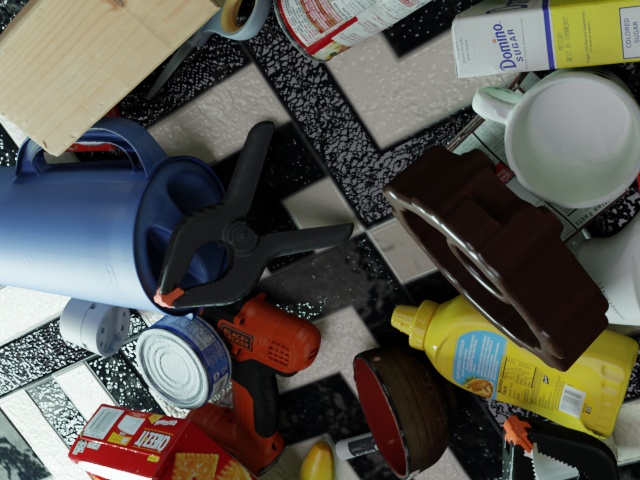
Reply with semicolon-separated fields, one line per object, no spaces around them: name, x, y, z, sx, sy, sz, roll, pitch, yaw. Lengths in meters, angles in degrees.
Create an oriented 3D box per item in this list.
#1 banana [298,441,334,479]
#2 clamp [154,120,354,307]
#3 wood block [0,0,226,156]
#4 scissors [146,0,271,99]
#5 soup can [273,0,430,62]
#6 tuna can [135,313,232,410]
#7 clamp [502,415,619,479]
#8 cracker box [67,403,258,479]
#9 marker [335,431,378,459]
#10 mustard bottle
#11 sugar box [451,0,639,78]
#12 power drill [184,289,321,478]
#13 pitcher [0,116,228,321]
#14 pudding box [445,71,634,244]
banana;0.017;0.282;1.053;0.070;0.037;0.198;-21;110;17
clamp;-0.056;0.001;0.856;0.120;0.171;0.039;41;167;-5
wood block;-0.155;-0.162;0.772;0.090;0.090;0.206;41;130;-21
scissors;-0.087;-0.153;0.822;0.202;0.016;0.096;-55;43;37
soup can;0.026;-0.177;0.746;0.102;0.068;0.068;-25;105;36
tuna can;-0.122;0.107;0.948;0.086;0.033;0.086;18;124;28
clamp;0.201;0.222;0.847;0.164;0.036;0.209;-44;112;7
cracker box;-0.118;0.249;1.016;0.164;0.072;0.213;-3;136;50
marker;0.065;0.178;0.973;0.121;0.020;0.020;-23;106;36
mustard bottle;0.148;0.089;0.849;0.192;0.058;0.096;18;139;17
sugar box;0.180;-0.139;0.672;0.176;0.093;0.048;1;110;26
power drill;-0.093;0.121;0.996;0.185;0.057;0.188;23;128;22
pitcher;-0.211;-0.019;0.930;0.243;0.144;0.149;4;80;30
pudding box;0.156;-0.054;0.772;0.113;0.039;0.090;42;127;-4
